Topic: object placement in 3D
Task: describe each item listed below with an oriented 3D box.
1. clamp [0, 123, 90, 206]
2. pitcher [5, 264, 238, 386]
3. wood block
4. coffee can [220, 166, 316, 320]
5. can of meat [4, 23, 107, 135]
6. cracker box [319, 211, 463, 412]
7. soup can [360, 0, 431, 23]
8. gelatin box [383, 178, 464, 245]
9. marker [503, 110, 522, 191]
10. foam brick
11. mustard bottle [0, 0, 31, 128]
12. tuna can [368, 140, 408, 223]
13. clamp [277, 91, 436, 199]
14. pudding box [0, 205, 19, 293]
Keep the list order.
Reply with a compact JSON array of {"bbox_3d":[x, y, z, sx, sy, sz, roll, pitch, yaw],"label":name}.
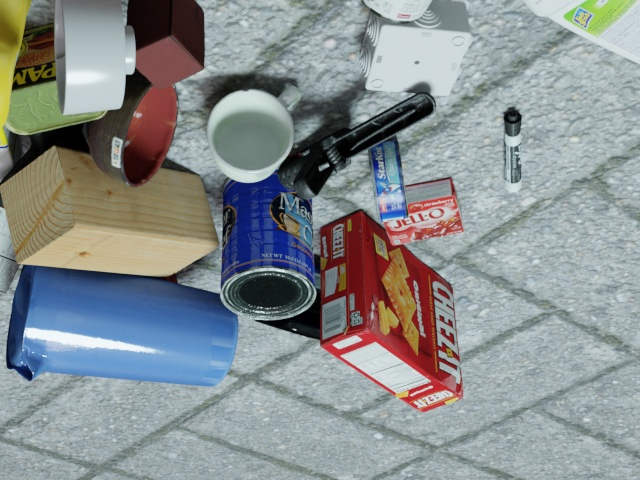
[{"bbox_3d":[-0.271,-0.097,1.081,0.120,0.039,0.172,-23,148,-31],"label":"clamp"},{"bbox_3d":[-0.221,0.086,1.195,0.242,0.149,0.145,12,-176,-23],"label":"pitcher"},{"bbox_3d":[-0.213,-0.024,1.108,0.091,0.090,0.205,-29,159,30],"label":"wood block"},{"bbox_3d":[-0.058,0.001,1.169,0.103,0.140,0.103,-1,144,-1],"label":"coffee can"},{"bbox_3d":[-0.247,-0.154,0.992,0.102,0.084,0.057,-11,143,12],"label":"can of meat"},{"bbox_3d":[0.087,0.088,1.278,0.072,0.164,0.213,-23,139,30],"label":"cracker box"},{"bbox_3d":[0.078,-0.242,0.900,0.068,0.068,0.102,10,143,-17],"label":"soup can"},{"bbox_3d":[0.115,-0.032,1.227,0.089,0.030,0.073,-11,143,11],"label":"gelatin box"},{"bbox_3d":[0.208,-0.096,1.151,0.020,0.020,0.121,-7,144,6],"label":"marker"},{"bbox_3d":[-0.139,-0.185,0.960,0.051,0.078,0.053,-20,141,21],"label":"foam brick"},{"bbox_3d":[-0.290,-0.146,0.908,0.058,0.191,0.096,24,137,-31],"label":"mustard bottle"},{"bbox_3d":[0.072,-0.063,1.134,0.034,0.086,0.086,-8,144,4],"label":"tuna can"},{"bbox_3d":[0.019,-0.091,1.064,0.164,0.036,0.210,-33,-170,-13],"label":"clamp"},{"bbox_3d":[-0.364,0.000,1.146,0.039,0.090,0.113,22,174,27],"label":"pudding box"}]
